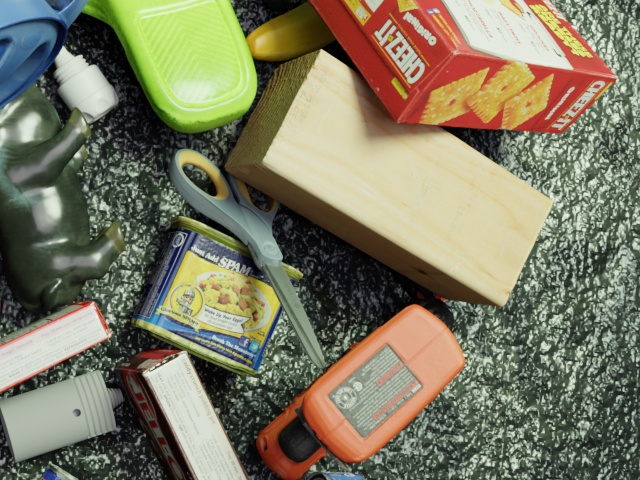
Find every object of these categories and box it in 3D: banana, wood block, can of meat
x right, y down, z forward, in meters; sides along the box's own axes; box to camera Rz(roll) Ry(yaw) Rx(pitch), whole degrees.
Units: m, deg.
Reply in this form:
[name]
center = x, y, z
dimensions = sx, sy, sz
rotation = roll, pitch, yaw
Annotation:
[banana]
center = 0.016, -0.195, 0.827
dimensions = 0.197, 0.037, 0.069
rotation = -48, 140, -13
[wood block]
center = 0.048, -0.040, 0.765
dimensions = 0.206, 0.091, 0.090
rotation = 30, 80, -20
[can of meat]
center = -0.076, 0.042, 0.772
dimensions = 0.102, 0.058, 0.084
rotation = 26, 78, -17

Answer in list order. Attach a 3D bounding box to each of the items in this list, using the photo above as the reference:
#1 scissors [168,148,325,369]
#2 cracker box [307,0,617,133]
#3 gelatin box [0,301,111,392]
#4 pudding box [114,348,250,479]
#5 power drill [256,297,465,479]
[scissors]
center = -0.055, 0.001, 0.736
dimensions = 0.096, 0.016, 0.202
rotation = 16, 38, -27
[cracker box]
center = 0.095, -0.157, 0.769
dimensions = 0.213, 0.072, 0.164
rotation = -3, 52, -48
[gelatin box]
center = -0.191, 0.072, 0.716
dimensions = 0.089, 0.073, 0.030
rotation = -27, 96, -21
[pudding box]
center = -0.096, 0.131, 0.739
dimensions = 0.039, 0.090, 0.113
rotation = -29, 97, -21
[power drill]
center = 0.039, 0.095, 0.740
dimensions = 0.184, 0.188, 0.057
rotation = -42, 85, -13
